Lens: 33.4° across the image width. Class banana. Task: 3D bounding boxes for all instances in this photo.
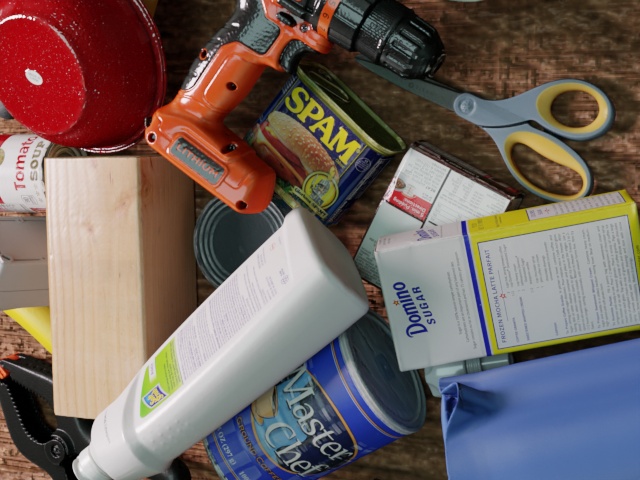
[{"bbox_3d":[-0.282,0.052,0.952,0.198,0.037,0.070,21,130,22],"label":"banana"}]

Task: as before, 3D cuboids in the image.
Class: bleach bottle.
[{"bbox_3d":[-0.082,0.090,0.774,0.251,0.102,0.068,-40,118,12],"label":"bleach bottle"}]

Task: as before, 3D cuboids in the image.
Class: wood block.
[{"bbox_3d":[-0.159,0.034,0.865,0.090,0.090,0.206,1,96,23],"label":"wood block"}]

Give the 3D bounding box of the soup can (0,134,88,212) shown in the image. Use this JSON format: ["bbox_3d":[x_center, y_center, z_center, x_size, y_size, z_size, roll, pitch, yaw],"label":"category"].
[{"bbox_3d":[-0.257,-0.057,0.910,0.102,0.068,0.068,2,96,22],"label":"soup can"}]

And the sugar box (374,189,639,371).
[{"bbox_3d":[0.132,0.028,0.736,0.176,0.048,0.093,-10,104,11],"label":"sugar box"}]

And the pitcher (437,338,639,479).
[{"bbox_3d":[0.208,0.133,0.700,0.243,0.149,0.145,-17,82,15],"label":"pitcher"}]

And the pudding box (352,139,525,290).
[{"bbox_3d":[0.084,-0.005,0.787,0.090,0.039,0.114,30,108,15],"label":"pudding box"}]

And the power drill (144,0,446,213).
[{"bbox_3d":[-0.027,-0.114,0.750,0.184,0.057,0.188,37,110,13],"label":"power drill"}]

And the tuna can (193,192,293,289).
[{"bbox_3d":[-0.056,0.001,0.849,0.086,0.033,0.086,3,96,23],"label":"tuna can"}]

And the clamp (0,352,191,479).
[{"bbox_3d":[-0.221,0.189,0.937,0.210,0.036,0.165,41,115,17],"label":"clamp"}]

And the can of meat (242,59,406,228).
[{"bbox_3d":[-0.001,-0.072,0.807,0.102,0.057,0.084,46,113,13],"label":"can of meat"}]

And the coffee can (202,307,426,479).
[{"bbox_3d":[-0.006,0.125,0.803,0.140,0.102,0.103,-32,83,23],"label":"coffee can"}]

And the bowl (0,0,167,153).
[{"bbox_3d":[-0.196,-0.132,0.799,0.162,0.055,0.162,14,122,23],"label":"bowl"}]

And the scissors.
[{"bbox_3d":[0.125,-0.108,0.771,0.202,0.016,0.096,42,108,14],"label":"scissors"}]
